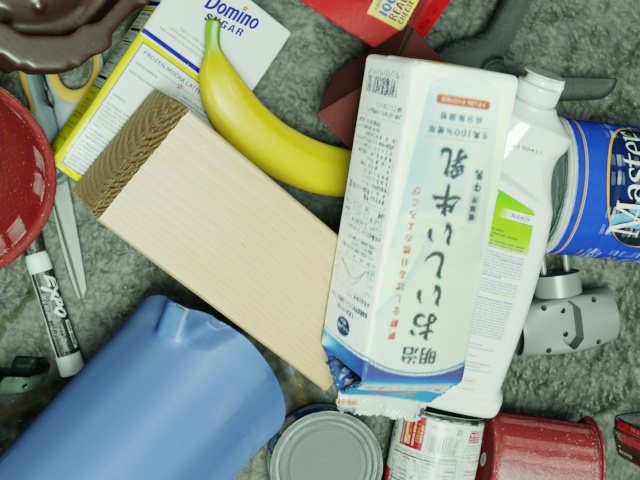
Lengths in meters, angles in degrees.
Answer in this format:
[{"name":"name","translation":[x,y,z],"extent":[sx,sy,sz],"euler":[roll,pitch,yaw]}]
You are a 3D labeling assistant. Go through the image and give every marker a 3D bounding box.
[{"name":"marker","translation":[-0.198,0.040,0.778],"extent":[0.020,0.020,0.121],"euler":[-17,96,-8]}]

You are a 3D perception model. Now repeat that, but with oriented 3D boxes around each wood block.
[{"name":"wood block","translation":[-0.055,0.001,0.733],"extent":[0.206,0.090,0.091],"euler":[40,87,-28]}]

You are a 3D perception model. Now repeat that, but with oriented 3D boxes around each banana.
[{"name":"banana","translation":[-0.018,-0.074,0.763],"extent":[0.197,0.037,0.069],"euler":[35,91,-30]}]

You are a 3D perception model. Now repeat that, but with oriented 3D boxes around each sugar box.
[{"name":"sugar box","translation":[-0.109,-0.104,0.760],"extent":[0.093,0.048,0.176],"euler":[36,85,-26]}]

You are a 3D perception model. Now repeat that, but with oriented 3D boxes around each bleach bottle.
[{"name":"bleach bottle","translation":[0.121,0.001,0.760],"extent":[0.102,0.068,0.251],"euler":[14,112,-10]}]

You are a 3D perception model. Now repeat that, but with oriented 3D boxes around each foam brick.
[{"name":"foam brick","translation":[0.046,-0.102,0.750],"extent":[0.051,0.078,0.053],"euler":[43,47,-22]}]

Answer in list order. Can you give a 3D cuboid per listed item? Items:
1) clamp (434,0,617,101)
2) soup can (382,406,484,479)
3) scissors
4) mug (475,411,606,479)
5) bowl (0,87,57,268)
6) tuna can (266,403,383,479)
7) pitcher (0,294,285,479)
[{"name":"clamp","translation":[0.140,-0.120,0.810],"extent":[0.171,0.039,0.120],"euler":[-41,94,1]},{"name":"soup can","translation":[0.082,0.176,0.807],"extent":[0.068,0.068,0.102],"euler":[11,92,-10]},{"name":"scissors","translation":[-0.178,-0.066,0.775],"extent":[0.096,0.016,0.202],"euler":[-27,100,-8]},{"name":"mug","translation":[0.160,0.181,0.800],"extent":[0.081,0.117,0.093],"euler":[9,126,-5]},{"name":"bowl","translation":[-0.261,-0.050,0.715],"extent":[0.162,0.055,0.162],"euler":[-8,122,-13]},{"name":"tuna can","translation":[0.002,0.168,0.811],"extent":[0.086,0.034,0.086],"euler":[-1,94,-9]},{"name":"pitcher","translation":[-0.140,0.164,0.692],"extent":[0.149,0.145,0.242],"euler":[52,52,-12]}]
